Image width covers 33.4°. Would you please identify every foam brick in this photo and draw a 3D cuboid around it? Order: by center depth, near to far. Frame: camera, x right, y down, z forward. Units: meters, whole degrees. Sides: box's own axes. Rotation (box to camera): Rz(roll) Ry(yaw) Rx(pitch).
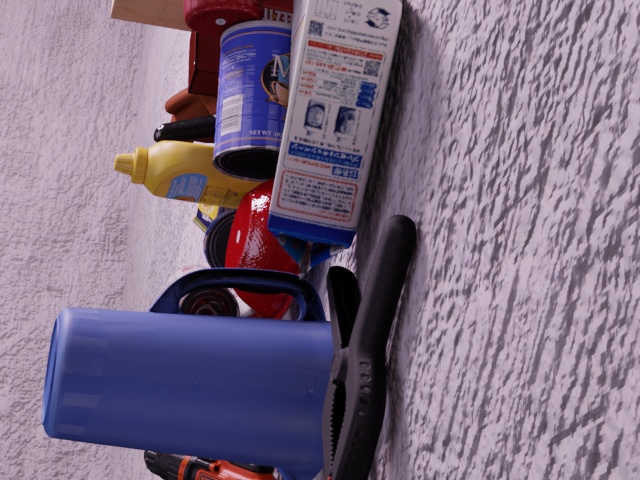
[{"bbox_3d":[-0.121,-0.209,1.214,0.053,0.051,0.078,123,149,-62],"label":"foam brick"}]

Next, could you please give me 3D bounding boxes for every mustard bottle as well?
[{"bbox_3d":[-0.134,-0.074,1.193,0.096,0.191,0.058,131,143,-65],"label":"mustard bottle"}]

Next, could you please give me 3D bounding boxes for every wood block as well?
[{"bbox_3d":[-0.158,-0.327,1.371,0.090,0.206,0.091,133,142,-66],"label":"wood block"}]

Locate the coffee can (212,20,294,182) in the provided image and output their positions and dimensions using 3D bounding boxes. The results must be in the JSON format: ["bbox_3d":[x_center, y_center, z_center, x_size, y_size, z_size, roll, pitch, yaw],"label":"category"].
[{"bbox_3d":[-0.057,-0.143,1.112,0.103,0.102,0.140,137,137,-68],"label":"coffee can"}]

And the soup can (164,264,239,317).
[{"bbox_3d":[-0.134,0.070,1.192,0.102,0.068,0.068,-145,63,-69],"label":"soup can"}]

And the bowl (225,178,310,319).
[{"bbox_3d":[-0.057,0.001,1.074,0.162,0.055,0.162,-167,90,-75],"label":"bowl"}]

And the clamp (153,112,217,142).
[{"bbox_3d":[-0.092,-0.121,1.229,0.120,0.171,0.039,52,-162,-44],"label":"clamp"}]

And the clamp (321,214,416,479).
[{"bbox_3d":[0.026,0.095,0.821,0.165,0.036,0.210,148,131,-73],"label":"clamp"}]

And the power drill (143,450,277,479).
[{"bbox_3d":[-0.103,0.176,1.097,0.185,0.057,0.188,11,94,38],"label":"power drill"}]

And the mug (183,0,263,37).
[{"bbox_3d":[-0.091,-0.264,1.100,0.093,0.117,0.081,19,-115,-61],"label":"mug"}]

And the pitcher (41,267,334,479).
[{"bbox_3d":[-0.106,0.112,0.907,0.149,0.242,0.145,-107,29,-55],"label":"pitcher"}]

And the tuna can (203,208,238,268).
[{"bbox_3d":[-0.088,0.007,1.193,0.034,0.086,0.086,-153,71,-76],"label":"tuna can"}]

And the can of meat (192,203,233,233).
[{"bbox_3d":[-0.121,-0.051,1.381,0.102,0.057,0.084,38,119,60],"label":"can of meat"}]
